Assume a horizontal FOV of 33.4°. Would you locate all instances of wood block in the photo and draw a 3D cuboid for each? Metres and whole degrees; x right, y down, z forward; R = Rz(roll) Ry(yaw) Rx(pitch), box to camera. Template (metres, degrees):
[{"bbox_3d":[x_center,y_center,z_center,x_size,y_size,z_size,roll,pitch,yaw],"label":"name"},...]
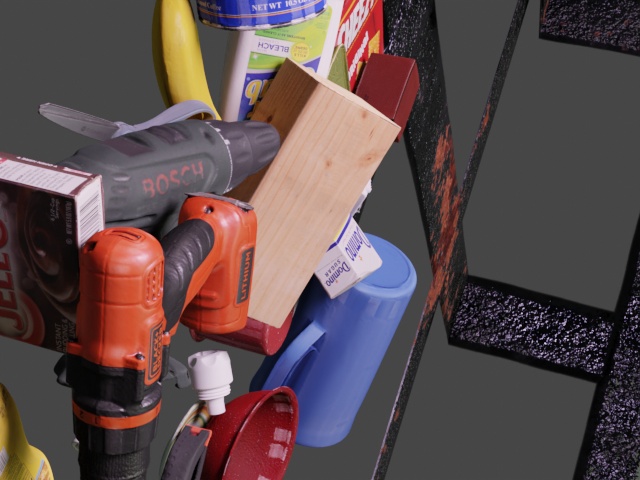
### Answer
[{"bbox_3d":[-0.033,-0.041,0.932,0.206,0.090,0.091,-59,-149,11],"label":"wood block"}]

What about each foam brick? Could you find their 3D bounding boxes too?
[{"bbox_3d":[0.071,-0.157,1.166,0.051,0.053,0.078,63,45,-64],"label":"foam brick"}]

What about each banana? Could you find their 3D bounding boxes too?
[{"bbox_3d":[-0.105,-0.131,0.867,0.198,0.037,0.069,85,25,-51],"label":"banana"}]

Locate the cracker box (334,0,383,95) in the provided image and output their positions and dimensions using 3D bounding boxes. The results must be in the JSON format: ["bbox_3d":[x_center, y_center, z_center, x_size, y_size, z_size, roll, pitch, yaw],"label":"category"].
[{"bbox_3d":[0.018,-0.197,1.179,0.214,0.072,0.164,86,24,-48],"label":"cracker box"}]

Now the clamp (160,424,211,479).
[{"bbox_3d":[-0.140,0.244,0.984,0.120,0.039,0.171,104,-1,-62],"label":"clamp"}]

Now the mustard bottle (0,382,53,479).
[{"bbox_3d":[-0.217,0.172,0.699,0.191,0.058,0.096,83,25,-52],"label":"mustard bottle"}]

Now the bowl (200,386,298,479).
[{"bbox_3d":[-0.084,0.222,1.120,0.161,0.055,0.162,-46,146,-46],"label":"bowl"}]

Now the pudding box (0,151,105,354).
[{"bbox_3d":[-0.175,0.007,0.640,0.039,0.090,0.113,-52,151,-60],"label":"pudding box"}]

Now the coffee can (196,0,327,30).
[{"bbox_3d":[-0.050,-0.240,0.800,0.102,0.103,0.140,-53,144,-54],"label":"coffee can"}]

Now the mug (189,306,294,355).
[{"bbox_3d":[-0.075,0.058,1.059,0.093,0.081,0.117,-61,159,-44],"label":"mug"}]

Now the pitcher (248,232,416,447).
[{"bbox_3d":[0.010,0.115,1.213,0.149,0.145,0.243,-96,-155,-52],"label":"pitcher"}]

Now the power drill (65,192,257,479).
[{"bbox_3d":[-0.099,0.059,0.684,0.187,0.057,0.184,-53,153,-65],"label":"power drill"}]

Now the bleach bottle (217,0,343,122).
[{"bbox_3d":[-0.043,-0.123,0.980,0.068,0.102,0.251,-126,-137,-66],"label":"bleach bottle"}]

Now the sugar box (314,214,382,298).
[{"bbox_3d":[-0.010,-0.031,1.069,0.048,0.176,0.093,-38,176,19],"label":"sugar box"}]

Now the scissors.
[{"bbox_3d":[-0.132,-0.089,0.791,0.096,0.016,0.201,-46,160,-5],"label":"scissors"}]
